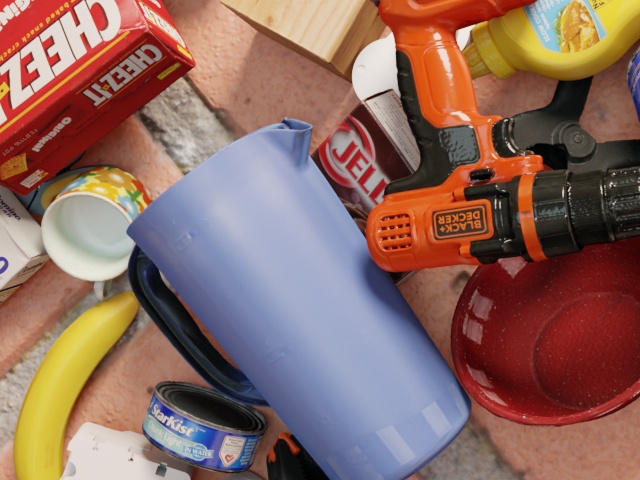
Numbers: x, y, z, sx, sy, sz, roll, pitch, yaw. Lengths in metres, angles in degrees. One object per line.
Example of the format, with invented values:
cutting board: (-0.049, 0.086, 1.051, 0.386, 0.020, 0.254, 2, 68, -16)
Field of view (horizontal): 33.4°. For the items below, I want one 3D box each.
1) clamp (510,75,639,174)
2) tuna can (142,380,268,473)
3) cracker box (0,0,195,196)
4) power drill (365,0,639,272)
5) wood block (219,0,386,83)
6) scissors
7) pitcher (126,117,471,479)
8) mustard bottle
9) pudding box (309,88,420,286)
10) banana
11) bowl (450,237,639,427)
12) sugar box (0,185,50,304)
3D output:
clamp: (0.174, -0.057, 0.705, 0.120, 0.039, 0.171, 41, 74, 12)
tuna can: (-0.083, 0.133, 0.762, 0.086, 0.086, 0.034, 22, 95, 13)
cracker box: (-0.209, -0.167, 0.773, 0.164, 0.072, 0.214, -35, 63, 12)
power drill: (0.108, -0.079, 0.638, 0.185, 0.057, 0.187, -8, 82, 24)
wood block: (0.029, -0.226, 0.739, 0.090, 0.090, 0.206, 31, 96, 12)
scissors: (-0.246, -0.042, 0.827, 0.202, 0.016, 0.096, -9, 109, 13)
pitcher: (-0.017, 0.053, 0.722, 0.145, 0.149, 0.243, -36, 90, -16)
mustard bottle: (0.169, -0.156, 0.674, 0.192, 0.058, 0.096, -29, 70, 27)
pudding box: (0.047, -0.034, 0.735, 0.113, 0.039, 0.090, 54, 140, 6)
banana: (-0.193, 0.128, 0.816, 0.069, 0.037, 0.198, 13, 96, -16)
bowl: (0.168, 0.058, 0.696, 0.162, 0.055, 0.162, -22, 45, 24)
sugar box: (-0.294, 0.030, 0.820, 0.176, 0.048, 0.093, -42, 86, 20)
